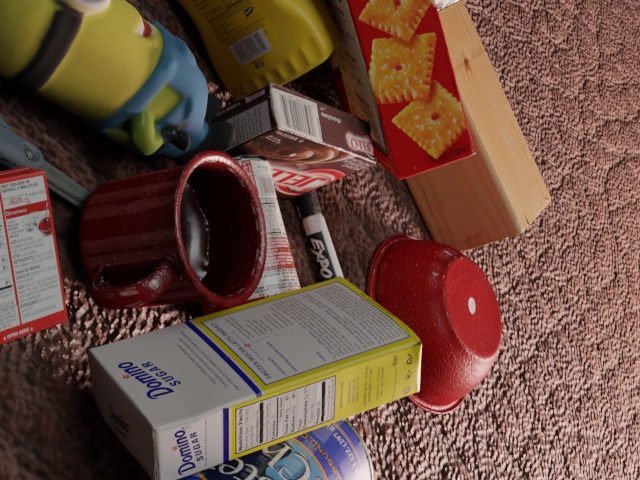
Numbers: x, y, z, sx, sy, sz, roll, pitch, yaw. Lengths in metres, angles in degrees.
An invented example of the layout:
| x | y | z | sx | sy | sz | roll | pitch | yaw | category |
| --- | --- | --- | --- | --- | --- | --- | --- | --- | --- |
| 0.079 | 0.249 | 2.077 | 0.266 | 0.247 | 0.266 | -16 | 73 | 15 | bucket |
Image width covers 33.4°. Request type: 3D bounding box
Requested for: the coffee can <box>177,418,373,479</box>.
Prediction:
| x | y | z | sx | sy | sz | roll | pitch | yaw | category |
| --- | --- | --- | --- | --- | --- | --- | --- | --- | --- |
| -0.044 | 0.162 | 0.621 | 0.140 | 0.103 | 0.103 | -38 | 105 | -54 | coffee can |

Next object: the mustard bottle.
| x | y | z | sx | sy | sz | roll | pitch | yaw | category |
| --- | --- | --- | --- | --- | --- | --- | --- | --- | --- |
| -0.071 | -0.200 | 0.765 | 0.191 | 0.096 | 0.058 | 58 | 39 | -17 | mustard bottle |

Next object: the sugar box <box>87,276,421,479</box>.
| x | y | z | sx | sy | sz | roll | pitch | yaw | category |
| --- | --- | --- | --- | --- | --- | --- | --- | --- | --- |
| -0.037 | 0.077 | 0.627 | 0.175 | 0.093 | 0.048 | -17 | 121 | -28 | sugar box |

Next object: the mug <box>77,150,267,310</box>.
| x | y | z | sx | sy | sz | roll | pitch | yaw | category |
| --- | --- | --- | --- | --- | --- | --- | --- | --- | --- |
| -0.095 | 0.004 | 0.637 | 0.093 | 0.082 | 0.117 | 66 | 33 | -26 | mug |

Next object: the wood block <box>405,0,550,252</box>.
| x | y | z | sx | sy | sz | roll | pitch | yaw | category |
| --- | --- | --- | --- | --- | --- | --- | --- | --- | --- |
| 0.121 | -0.102 | 0.981 | 0.090 | 0.090 | 0.206 | -38 | 105 | -52 | wood block |

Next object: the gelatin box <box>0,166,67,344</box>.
| x | y | z | sx | sy | sz | roll | pitch | yaw | category |
| --- | --- | --- | --- | --- | --- | --- | --- | --- | --- |
| -0.176 | 0.010 | 0.565 | 0.073 | 0.030 | 0.089 | -21 | 107 | -55 | gelatin box |

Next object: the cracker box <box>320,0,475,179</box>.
| x | y | z | sx | sy | sz | roll | pitch | yaw | category |
| --- | --- | --- | --- | --- | --- | --- | --- | --- | --- |
| 0.043 | -0.170 | 0.820 | 0.164 | 0.072 | 0.213 | -123 | -165 | -71 | cracker box |

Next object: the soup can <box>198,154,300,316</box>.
| x | y | z | sx | sy | sz | roll | pitch | yaw | category |
| --- | --- | --- | --- | --- | --- | --- | --- | --- | --- |
| -0.055 | 0.001 | 0.715 | 0.068 | 0.069 | 0.102 | -2 | 75 | -53 | soup can |

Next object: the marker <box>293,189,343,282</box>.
| x | y | z | sx | sy | sz | roll | pitch | yaw | category |
| --- | --- | --- | --- | --- | --- | --- | --- | --- | --- |
| 0.003 | 0.012 | 0.829 | 0.020 | 0.020 | 0.121 | -13 | 85 | -55 | marker |

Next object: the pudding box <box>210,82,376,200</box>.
| x | y | z | sx | sy | sz | roll | pitch | yaw | category |
| --- | --- | --- | --- | --- | --- | --- | --- | --- | --- |
| -0.029 | -0.067 | 0.764 | 0.113 | 0.090 | 0.039 | 17 | 59 | -48 | pudding box |

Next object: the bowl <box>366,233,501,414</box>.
| x | y | z | sx | sy | sz | roll | pitch | yaw | category |
| --- | --- | --- | --- | --- | --- | --- | --- | --- | --- |
| 0.109 | 0.064 | 0.915 | 0.161 | 0.055 | 0.162 | 28 | 52 | -44 | bowl |

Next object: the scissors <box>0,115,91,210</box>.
| x | y | z | sx | sy | sz | roll | pitch | yaw | category |
| --- | --- | --- | --- | --- | --- | --- | --- | --- | --- |
| -0.181 | -0.067 | 0.622 | 0.201 | 0.016 | 0.096 | 24 | 45 | -56 | scissors |
